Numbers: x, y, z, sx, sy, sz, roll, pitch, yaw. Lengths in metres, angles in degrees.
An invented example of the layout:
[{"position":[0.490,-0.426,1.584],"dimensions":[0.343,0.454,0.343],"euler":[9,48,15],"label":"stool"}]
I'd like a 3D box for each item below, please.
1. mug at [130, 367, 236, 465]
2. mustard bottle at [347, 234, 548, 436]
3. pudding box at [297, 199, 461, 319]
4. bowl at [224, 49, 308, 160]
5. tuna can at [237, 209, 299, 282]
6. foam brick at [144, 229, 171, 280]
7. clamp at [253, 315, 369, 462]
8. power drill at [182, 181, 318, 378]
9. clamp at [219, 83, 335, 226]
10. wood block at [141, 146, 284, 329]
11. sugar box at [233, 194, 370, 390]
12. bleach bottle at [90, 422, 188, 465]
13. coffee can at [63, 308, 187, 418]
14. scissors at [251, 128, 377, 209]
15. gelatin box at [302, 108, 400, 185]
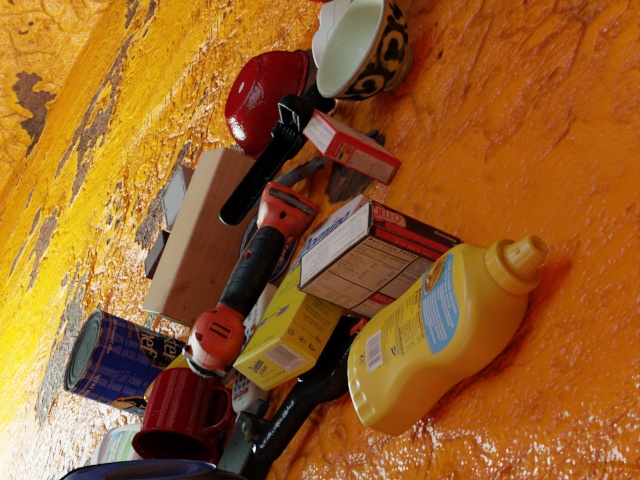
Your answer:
[{"position":[-0.135,0.185,1.123],"dimensions":[0.117,0.093,0.081],"euler":[-20,42,33],"label":"mug"},{"position":[0.094,0.058,0.772],"dimensions":[0.192,0.058,0.096],"euler":[-47,28,38],"label":"mustard bottle"},{"position":[0.047,0.019,0.873],"dimensions":[0.114,0.090,0.039],"euler":[-41,34,46],"label":"pudding box"},{"position":[-0.081,-0.188,1.397],"dimensions":[0.162,0.055,0.162],"euler":[-48,28,36],"label":"bowl"},{"position":[-0.058,0.001,1.189],"dimensions":[0.086,0.033,0.086],"euler":[-48,29,37],"label":"tuna can"},{"position":[-0.180,0.031,1.372],"dimensions":[0.051,0.078,0.053],"euler":[-60,21,16],"label":"foam brick"},{"position":[-0.006,0.127,0.949],"dimensions":[0.172,0.039,0.120],"euler":[-38,37,48],"label":"clamp"},{"position":[-0.072,0.046,1.040],"dimensions":[0.187,0.057,0.185],"euler":[-64,3,-17],"label":"power drill"},{"position":[-0.037,-0.107,1.140],"dimensions":[0.165,0.036,0.209],"euler":[-56,-2,27],"label":"clamp"},{"position":[-0.125,0.003,1.264],"dimensions":[0.091,0.090,0.206],"euler":[0,68,66],"label":"wood block"},{"position":[-0.006,0.045,0.961],"dimensions":[0.094,0.048,0.176],"euler":[-34,23,52],"label":"sugar box"},{"position":[-0.226,0.269,1.265],"dimensions":[0.251,0.068,0.102],"euler":[-24,48,61],"label":"bleach bottle"},{"position":[-0.214,0.151,1.247],"dimensions":[0.103,0.140,0.103],"euler":[-48,29,37],"label":"coffee can"},{"position":[-0.007,-0.084,1.173],"dimensions":[0.202,0.016,0.096],"euler":[-29,9,27],"label":"scissors"},{"position":[0.028,-0.091,1.040],"dimensions":[0.030,0.073,0.089],"euler":[-61,23,11],"label":"gelatin box"}]
